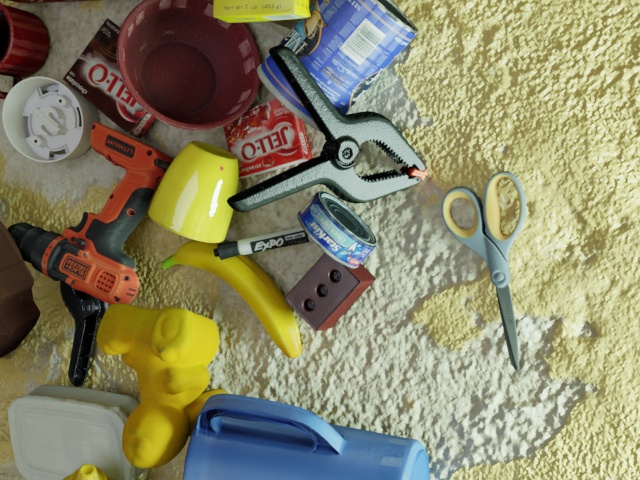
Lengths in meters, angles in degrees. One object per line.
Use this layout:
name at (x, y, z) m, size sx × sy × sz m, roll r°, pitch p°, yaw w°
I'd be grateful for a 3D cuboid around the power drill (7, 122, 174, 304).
power drill at (-0.262, -0.036, 1.231) m, size 0.185 × 0.057 × 0.187 m, roll 24°, pitch 90°, yaw 19°

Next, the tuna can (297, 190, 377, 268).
tuna can at (0.018, -0.012, 1.120) m, size 0.086 × 0.086 × 0.034 m, roll 46°, pitch 106°, yaw 14°

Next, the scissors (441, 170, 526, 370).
scissors at (0.167, 0.028, 1.099) m, size 0.096 × 0.016 × 0.202 m, roll 7°, pitch 95°, yaw 23°

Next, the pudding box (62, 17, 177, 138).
pudding box at (-0.226, -0.186, 1.228) m, size 0.113 × 0.039 × 0.090 m, roll 39°, pitch 94°, yaw 17°

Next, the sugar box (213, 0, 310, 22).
sugar box at (-0.057, -0.309, 1.060) m, size 0.093 × 0.048 × 0.176 m, roll 2°, pitch 95°, yaw 21°

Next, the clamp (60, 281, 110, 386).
clamp at (-0.273, 0.088, 1.269) m, size 0.120 × 0.039 × 0.171 m, roll -28°, pitch 76°, yaw 16°

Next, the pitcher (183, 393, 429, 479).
pitcher at (-0.015, 0.242, 1.120) m, size 0.243 × 0.149 × 0.145 m, roll 4°, pitch 83°, yaw 19°

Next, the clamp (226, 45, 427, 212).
clamp at (0.016, -0.100, 1.067) m, size 0.036 × 0.209 × 0.164 m, roll 31°, pitch 112°, yaw 61°

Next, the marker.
marker at (-0.058, 0.001, 1.167) m, size 0.121 × 0.020 × 0.020 m, roll -11°, pitch 88°, yaw 4°

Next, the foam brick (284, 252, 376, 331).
foam brick at (0.010, 0.052, 1.144) m, size 0.053 × 0.051 × 0.078 m, roll 45°, pitch 107°, yaw 14°

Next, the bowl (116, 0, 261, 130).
bowl at (-0.148, -0.189, 1.169) m, size 0.162 × 0.161 × 0.055 m, roll 68°, pitch 155°, yaw 6°

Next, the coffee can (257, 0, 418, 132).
coffee can at (0.017, -0.196, 1.102) m, size 0.103 × 0.102 × 0.140 m, roll 47°, pitch 108°, yaw 14°

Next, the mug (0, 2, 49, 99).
mug at (-0.378, -0.227, 1.272) m, size 0.093 × 0.081 × 0.117 m, roll -6°, pitch 90°, yaw 22°

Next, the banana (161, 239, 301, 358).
banana at (-0.089, 0.051, 1.196) m, size 0.198 × 0.037 × 0.070 m, roll 35°, pitch 123°, yaw 18°

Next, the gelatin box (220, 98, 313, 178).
gelatin box at (-0.059, -0.114, 1.176) m, size 0.089 × 0.030 × 0.073 m, roll -14°, pitch 88°, yaw 23°
